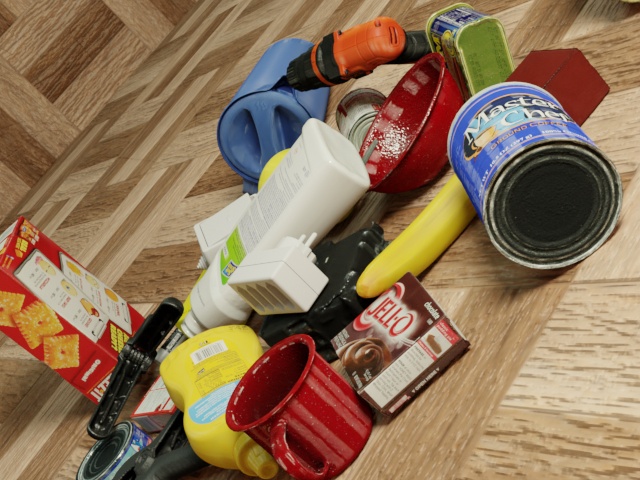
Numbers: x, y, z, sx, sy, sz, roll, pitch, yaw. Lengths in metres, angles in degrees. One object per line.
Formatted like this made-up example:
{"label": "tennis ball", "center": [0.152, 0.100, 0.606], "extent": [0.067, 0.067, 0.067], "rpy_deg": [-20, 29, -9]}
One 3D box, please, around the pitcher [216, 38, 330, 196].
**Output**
{"label": "pitcher", "center": [-0.055, -0.176, 1.449], "extent": [0.149, 0.145, 0.242], "rpy_deg": [-22, 24, 20]}

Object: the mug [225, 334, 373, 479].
{"label": "mug", "center": [-0.013, 0.139, 0.818], "extent": [0.093, 0.081, 0.117], "rpy_deg": [-38, 22, 18]}

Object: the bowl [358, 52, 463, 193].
{"label": "bowl", "center": [0.098, -0.107, 1.077], "extent": [0.162, 0.055, 0.162], "rpy_deg": [-54, 17, 24]}

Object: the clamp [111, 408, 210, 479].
{"label": "clamp", "center": [-0.152, 0.207, 1.015], "extent": [0.172, 0.039, 0.120], "rpy_deg": [-39, 19, 18]}

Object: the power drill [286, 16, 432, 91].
{"label": "power drill", "center": [0.075, -0.204, 1.188], "extent": [0.187, 0.057, 0.185], "rpy_deg": [-11, 2, -35]}

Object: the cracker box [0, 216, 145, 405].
{"label": "cracker box", "center": [-0.317, 0.087, 1.303], "extent": [0.072, 0.213, 0.164], "rpy_deg": [-43, 20, 11]}

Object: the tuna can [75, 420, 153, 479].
{"label": "tuna can", "center": [-0.211, 0.227, 1.092], "extent": [0.086, 0.033, 0.086], "rpy_deg": [-38, 22, 18]}

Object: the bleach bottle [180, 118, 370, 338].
{"label": "bleach bottle", "center": [-0.057, 0.001, 1.075], "extent": [0.251, 0.068, 0.102], "rpy_deg": [-48, 30, 20]}

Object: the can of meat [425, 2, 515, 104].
{"label": "can of meat", "center": [0.155, -0.182, 1.078], "extent": [0.057, 0.102, 0.084], "rpy_deg": [-24, 23, -5]}

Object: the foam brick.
{"label": "foam brick", "center": [0.209, -0.137, 0.959], "extent": [0.051, 0.053, 0.078], "rpy_deg": [-48, 21, -8]}

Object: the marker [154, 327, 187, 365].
{"label": "marker", "center": [-0.152, 0.096, 1.250], "extent": [0.121, 0.020, 0.020], "rpy_deg": [-52, 22, -19]}

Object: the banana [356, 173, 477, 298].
{"label": "banana", "center": [0.101, -0.019, 0.933], "extent": [0.037, 0.069, 0.197], "rpy_deg": [36, 80, 29]}

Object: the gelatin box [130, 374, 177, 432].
{"label": "gelatin box", "center": [-0.148, 0.161, 1.107], "extent": [0.089, 0.030, 0.073], "rpy_deg": [-17, 33, 51]}

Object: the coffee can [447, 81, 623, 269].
{"label": "coffee can", "center": [0.161, -0.054, 0.824], "extent": [0.103, 0.102, 0.140], "rpy_deg": [-40, 21, 13]}

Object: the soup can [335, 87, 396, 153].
{"label": "soup can", "center": [0.057, -0.128, 1.209], "extent": [0.068, 0.068, 0.102], "rpy_deg": [-41, 21, 10]}

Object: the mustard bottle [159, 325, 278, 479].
{"label": "mustard bottle", "center": [-0.074, 0.145, 0.927], "extent": [0.096, 0.058, 0.192], "rpy_deg": [-23, 29, -11]}

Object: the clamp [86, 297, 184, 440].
{"label": "clamp", "center": [-0.206, 0.136, 1.171], "extent": [0.164, 0.036, 0.210], "rpy_deg": [-59, 8, -9]}

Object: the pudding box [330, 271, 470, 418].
{"label": "pudding box", "center": [0.061, 0.080, 0.849], "extent": [0.090, 0.039, 0.113], "rpy_deg": [-43, 21, 4]}
